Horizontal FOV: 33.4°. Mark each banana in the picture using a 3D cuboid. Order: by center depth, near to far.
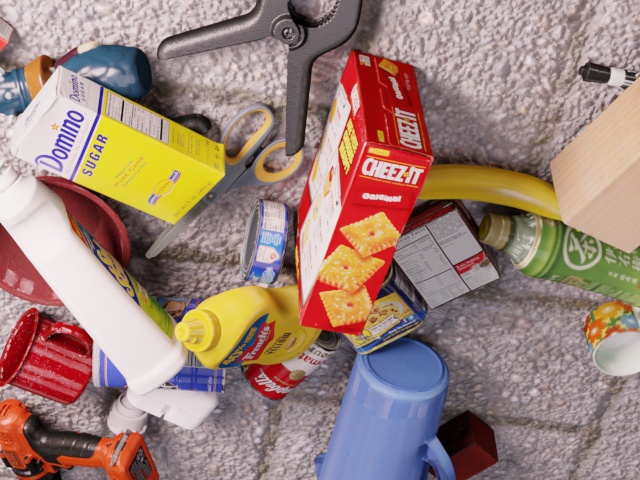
[{"bbox_3d":[0.166,-0.051,1.064,0.197,0.069,0.037,9,110,-7],"label":"banana"}]

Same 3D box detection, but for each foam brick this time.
[{"bbox_3d":[0.172,0.258,1.317,0.078,0.053,0.051,-36,121,23],"label":"foam brick"}]

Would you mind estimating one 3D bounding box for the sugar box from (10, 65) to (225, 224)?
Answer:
[{"bbox_3d":[-0.185,-0.083,0.984,0.176,0.048,0.093,22,134,-32],"label":"sugar box"}]

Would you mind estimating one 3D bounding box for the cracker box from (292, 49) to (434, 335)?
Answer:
[{"bbox_3d":[0.035,-0.044,1.005,0.072,0.164,0.214,11,127,-13],"label":"cracker box"}]

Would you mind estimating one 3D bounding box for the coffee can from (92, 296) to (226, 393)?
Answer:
[{"bbox_3d":[-0.170,0.111,1.159,0.140,0.103,0.103,4,128,-5],"label":"coffee can"}]

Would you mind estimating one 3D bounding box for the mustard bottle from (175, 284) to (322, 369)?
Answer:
[{"bbox_3d":[-0.076,0.087,1.068,0.096,0.058,0.191,-49,153,23],"label":"mustard bottle"}]

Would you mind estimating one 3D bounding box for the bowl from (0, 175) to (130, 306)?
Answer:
[{"bbox_3d":[-0.272,-0.010,1.091,0.162,0.055,0.162,-1,128,-1],"label":"bowl"}]

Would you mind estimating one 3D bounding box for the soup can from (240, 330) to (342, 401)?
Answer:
[{"bbox_3d":[-0.033,0.124,1.196,0.068,0.068,0.102,33,120,-25],"label":"soup can"}]

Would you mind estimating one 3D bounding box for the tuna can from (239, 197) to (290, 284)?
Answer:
[{"bbox_3d":[-0.057,0.001,1.087,0.033,0.086,0.086,11,127,-12],"label":"tuna can"}]

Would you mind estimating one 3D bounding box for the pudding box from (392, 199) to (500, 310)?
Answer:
[{"bbox_3d":[0.128,0.012,1.132,0.090,0.039,0.113,-26,122,18],"label":"pudding box"}]

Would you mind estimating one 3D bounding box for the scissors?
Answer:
[{"bbox_3d":[-0.090,-0.047,1.073,0.096,0.016,0.202,21,115,-25],"label":"scissors"}]

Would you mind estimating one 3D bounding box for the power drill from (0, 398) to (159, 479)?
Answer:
[{"bbox_3d":[-0.292,0.270,1.278,0.188,0.057,0.184,7,139,17],"label":"power drill"}]

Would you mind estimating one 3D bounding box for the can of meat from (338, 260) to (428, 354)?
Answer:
[{"bbox_3d":[0.055,0.069,1.163,0.102,0.057,0.084,-29,126,20],"label":"can of meat"}]

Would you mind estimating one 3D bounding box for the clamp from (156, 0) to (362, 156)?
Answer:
[{"bbox_3d":[-0.039,-0.194,0.964,0.164,0.036,0.210,30,117,-14],"label":"clamp"}]

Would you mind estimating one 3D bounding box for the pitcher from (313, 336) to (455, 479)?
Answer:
[{"bbox_3d":[0.082,0.238,1.247,0.149,0.145,0.243,6,125,-7],"label":"pitcher"}]

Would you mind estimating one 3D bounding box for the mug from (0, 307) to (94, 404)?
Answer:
[{"bbox_3d":[-0.292,0.125,1.174,0.081,0.093,0.117,27,131,-27],"label":"mug"}]

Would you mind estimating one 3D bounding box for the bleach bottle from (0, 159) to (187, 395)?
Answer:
[{"bbox_3d":[-0.228,0.029,1.013,0.068,0.102,0.250,-36,114,3],"label":"bleach bottle"}]
